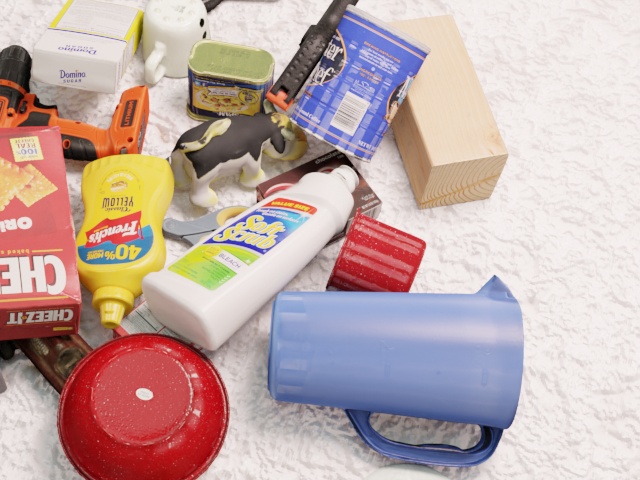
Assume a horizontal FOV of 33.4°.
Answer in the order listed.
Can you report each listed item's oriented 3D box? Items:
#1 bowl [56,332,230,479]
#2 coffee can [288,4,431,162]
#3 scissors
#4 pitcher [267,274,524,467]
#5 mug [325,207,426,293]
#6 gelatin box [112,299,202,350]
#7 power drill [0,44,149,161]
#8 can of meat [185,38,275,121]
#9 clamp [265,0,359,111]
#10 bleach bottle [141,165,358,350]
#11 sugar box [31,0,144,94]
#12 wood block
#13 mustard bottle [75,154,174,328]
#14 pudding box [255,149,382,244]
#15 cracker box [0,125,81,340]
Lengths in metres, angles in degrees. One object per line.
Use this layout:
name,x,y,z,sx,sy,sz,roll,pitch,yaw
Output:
bowl,-0.163,0.151,0.980,0.162,0.055,0.162,3,64,-6
coffee can,0.042,-0.170,1.161,0.103,0.102,0.140,30,100,12
scissors,-0.147,-0.025,1.166,0.202,0.016,0.096,28,58,11
pitcher,0.071,0.121,1.043,0.243,0.145,0.149,3,44,0
mug,0.062,0.019,1.127,0.081,0.093,0.117,22,22,2
gelatin box,-0.155,0.090,1.086,0.073,0.030,0.089,40,63,19
power drill,-0.290,-0.143,1.201,0.187,0.057,0.184,4,56,-2
can of meat,-0.103,-0.180,1.225,0.102,0.084,0.057,9,58,0
clamp,0.003,-0.234,1.216,0.036,0.165,0.209,33,55,-3
bleach bottle,-0.057,0.001,1.087,0.103,0.068,0.250,25,54,35
sugar box,-0.261,-0.224,1.215,0.093,0.048,0.176,9,33,-3
wood block,0.133,-0.150,1.229,0.090,0.090,0.206,-10,61,-12
mustard bottle,-0.206,0.003,1.098,0.096,0.058,0.191,-3,58,5
pudding box,-0.002,-0.042,1.177,0.113,0.039,0.090,-25,63,-21
cracker box,-0.326,-0.010,1.039,0.164,0.072,0.214,-3,57,-18
